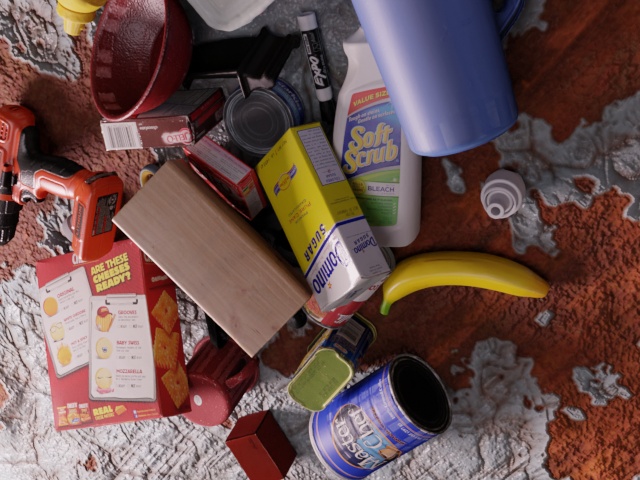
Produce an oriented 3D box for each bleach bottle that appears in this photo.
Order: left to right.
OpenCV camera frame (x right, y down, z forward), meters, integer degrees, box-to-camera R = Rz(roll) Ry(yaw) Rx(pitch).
[{"bbox_3d":[0.053,-0.119,1.102,0.103,0.068,0.251,5,118,17],"label":"bleach bottle"}]

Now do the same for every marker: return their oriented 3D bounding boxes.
[{"bbox_3d":[-0.002,-0.178,1.115,0.020,0.020,0.121,-3,117,23],"label":"marker"}]

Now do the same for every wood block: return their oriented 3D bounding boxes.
[{"bbox_3d":[-0.111,0.015,1.144,0.206,0.091,0.090,44,95,0],"label":"wood block"}]

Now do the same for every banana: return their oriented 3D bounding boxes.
[{"bbox_3d":[0.148,0.041,1.172,0.198,0.037,0.069,-7,133,26],"label":"banana"}]

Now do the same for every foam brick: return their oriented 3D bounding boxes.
[{"bbox_3d":[-0.076,0.269,1.380,0.053,0.051,0.078,-20,110,29],"label":"foam brick"}]

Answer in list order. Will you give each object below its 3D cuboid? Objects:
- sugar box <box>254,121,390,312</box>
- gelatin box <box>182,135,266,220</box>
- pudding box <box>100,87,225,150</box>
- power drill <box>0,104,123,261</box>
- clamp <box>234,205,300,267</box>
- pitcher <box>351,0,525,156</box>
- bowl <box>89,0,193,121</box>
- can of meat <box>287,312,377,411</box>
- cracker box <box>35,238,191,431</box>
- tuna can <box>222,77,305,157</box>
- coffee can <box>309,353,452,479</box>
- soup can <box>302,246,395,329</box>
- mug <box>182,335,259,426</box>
[{"bbox_3d":[-0.001,-0.023,1.108,0.093,0.048,0.176,-43,66,53],"label":"sugar box"},{"bbox_3d":[-0.106,-0.071,1.176,0.089,0.030,0.073,35,161,25],"label":"gelatin box"},{"bbox_3d":[-0.170,-0.133,1.165,0.114,0.090,0.039,1,117,22],"label":"pudding box"},{"bbox_3d":[-0.327,-0.047,1.265,0.188,0.057,0.184,27,118,23],"label":"power drill"},{"bbox_3d":[-0.058,0.002,1.229,0.172,0.039,0.120,11,128,24],"label":"clamp"},{"bbox_3d":[0.108,-0.210,0.979,0.149,0.144,0.243,-9,110,34],"label":"pitcher"},{"bbox_3d":[-0.181,-0.200,1.123,0.055,0.162,0.162,9,136,-38],"label":"bowl"},{"bbox_3d":[0.013,0.142,1.252,0.057,0.083,0.102,37,125,-1],"label":"can of meat"},{"bbox_3d":[-0.252,0.115,1.298,0.164,0.072,0.214,-12,82,26],"label":"cracker box"},{"bbox_3d":[-0.062,-0.134,1.155,0.086,0.033,0.086,10,121,16],"label":"tuna can"},{"bbox_3d":[0.070,0.210,1.257,0.103,0.102,0.141,46,124,-8],"label":"coffee can"},{"bbox_3d":[0.029,0.043,1.199,0.068,0.068,0.102,38,124,-2],"label":"soup can"},{"bbox_3d":[-0.125,0.174,1.326,0.117,0.081,0.093,-23,108,31],"label":"mug"}]
